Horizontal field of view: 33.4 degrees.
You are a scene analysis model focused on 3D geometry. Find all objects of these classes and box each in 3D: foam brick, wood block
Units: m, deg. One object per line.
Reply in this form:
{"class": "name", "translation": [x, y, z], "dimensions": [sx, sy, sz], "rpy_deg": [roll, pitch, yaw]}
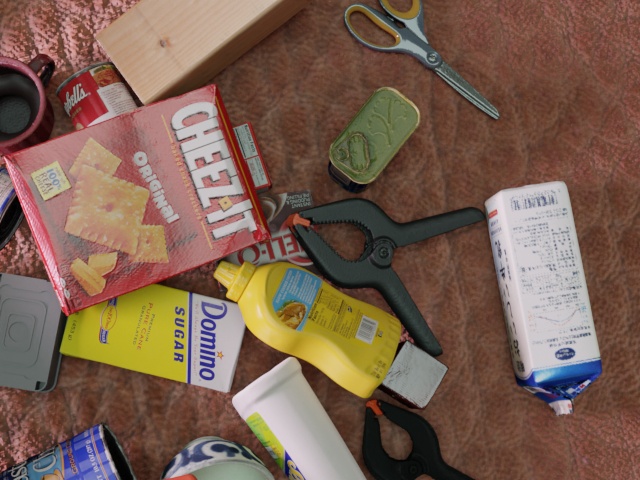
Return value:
{"class": "foam brick", "translation": [0.090, 0.138, 1.085], "dimensions": [0.053, 0.078, 0.051], "rpy_deg": [33, 81, 1]}
{"class": "wood block", "translation": [-0.115, -0.230, 1.095], "dimensions": [0.206, 0.090, 0.091], "rpy_deg": [-36, 88, 4]}

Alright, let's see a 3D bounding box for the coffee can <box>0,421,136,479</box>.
{"class": "coffee can", "translation": [-0.255, 0.253, 1.039], "dimensions": [0.140, 0.103, 0.103], "rpy_deg": [-25, 85, -6]}

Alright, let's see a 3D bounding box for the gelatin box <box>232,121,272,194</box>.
{"class": "gelatin box", "translation": [-0.103, -0.076, 1.125], "dimensions": [0.089, 0.030, 0.073], "rpy_deg": [-19, 83, -5]}

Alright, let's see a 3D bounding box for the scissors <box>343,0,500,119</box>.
{"class": "scissors", "translation": [0.123, -0.217, 1.162], "dimensions": [0.202, 0.016, 0.096], "rpy_deg": [26, 82, 0]}

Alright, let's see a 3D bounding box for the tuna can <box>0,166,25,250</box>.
{"class": "tuna can", "translation": [-0.326, -0.029, 1.079], "dimensions": [0.033, 0.086, 0.086], "rpy_deg": [26, 82, -2]}

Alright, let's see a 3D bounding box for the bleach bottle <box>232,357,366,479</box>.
{"class": "bleach bottle", "translation": [0.011, 0.240, 1.055], "dimensions": [0.068, 0.103, 0.251], "rpy_deg": [-33, 85, -22]}

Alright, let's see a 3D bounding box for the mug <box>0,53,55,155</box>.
{"class": "mug", "translation": [-0.314, -0.142, 1.096], "dimensions": [0.093, 0.081, 0.117], "rpy_deg": [35, 83, 1]}

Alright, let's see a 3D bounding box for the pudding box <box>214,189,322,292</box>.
{"class": "pudding box", "translation": [-0.057, 0.001, 1.113], "dimensions": [0.113, 0.039, 0.090], "rpy_deg": [-10, 84, -4]}

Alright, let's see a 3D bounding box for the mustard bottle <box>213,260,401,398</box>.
{"class": "mustard bottle", "translation": [-0.018, 0.073, 1.050], "dimensions": [0.191, 0.058, 0.096], "rpy_deg": [29, 43, -4]}

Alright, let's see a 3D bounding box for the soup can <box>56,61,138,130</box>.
{"class": "soup can", "translation": [-0.219, -0.124, 1.106], "dimensions": [0.068, 0.068, 0.102], "rpy_deg": [-30, 86, -6]}

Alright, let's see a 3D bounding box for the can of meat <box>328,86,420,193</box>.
{"class": "can of meat", "translation": [0.052, -0.101, 1.109], "dimensions": [0.057, 0.084, 0.102], "rpy_deg": [38, 82, 2]}

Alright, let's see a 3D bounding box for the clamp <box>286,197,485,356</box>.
{"class": "clamp", "translation": [0.062, 0.024, 1.102], "dimensions": [0.209, 0.036, 0.164], "rpy_deg": [14, 83, -16]}

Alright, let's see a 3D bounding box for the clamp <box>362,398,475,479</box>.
{"class": "clamp", "translation": [0.106, 0.234, 1.093], "dimensions": [0.120, 0.039, 0.171], "rpy_deg": [-22, 85, -7]}

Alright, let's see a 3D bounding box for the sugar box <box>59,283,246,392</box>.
{"class": "sugar box", "translation": [-0.168, 0.092, 1.093], "dimensions": [0.176, 0.048, 0.093], "rpy_deg": [13, 82, 0]}

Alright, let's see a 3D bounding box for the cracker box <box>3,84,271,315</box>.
{"class": "cracker box", "translation": [-0.175, -0.040, 1.036], "dimensions": [0.213, 0.072, 0.164], "rpy_deg": [-21, 95, -10]}
